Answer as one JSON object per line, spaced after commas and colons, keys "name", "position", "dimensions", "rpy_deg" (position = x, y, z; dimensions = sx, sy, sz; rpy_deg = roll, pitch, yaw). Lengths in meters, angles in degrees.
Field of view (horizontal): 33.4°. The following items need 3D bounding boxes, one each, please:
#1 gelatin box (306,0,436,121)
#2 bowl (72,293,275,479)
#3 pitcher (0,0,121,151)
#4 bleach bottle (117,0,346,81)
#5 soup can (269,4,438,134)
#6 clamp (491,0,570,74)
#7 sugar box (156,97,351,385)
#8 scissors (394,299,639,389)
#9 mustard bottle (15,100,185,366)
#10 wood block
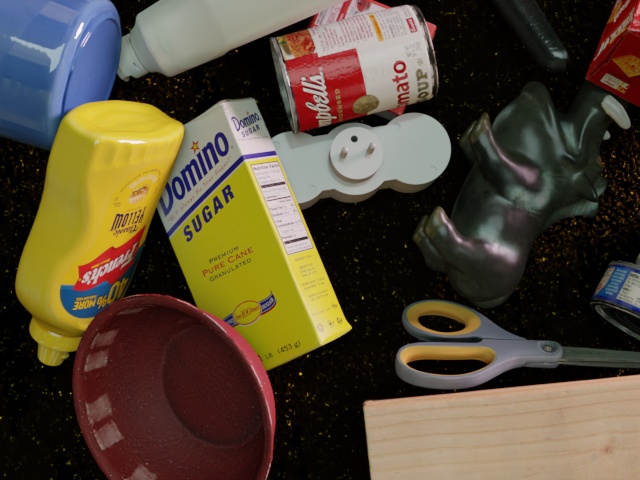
{"name": "gelatin box", "position": [0.030, -0.138, 0.786], "dimensions": [0.089, 0.030, 0.073], "rpy_deg": [22, 84, 0]}
{"name": "bowl", "position": [-0.087, 0.107, 0.715], "dimensions": [0.162, 0.055, 0.162], "rpy_deg": [8, 106, 28]}
{"name": "pitcher", "position": [-0.265, -0.136, 0.716], "dimensions": [0.243, 0.149, 0.145], "rpy_deg": [20, 72, 4]}
{"name": "bleach bottle", "position": [-0.035, -0.173, 0.733], "dimensions": [0.251, 0.102, 0.068], "rpy_deg": [-24, 108, 13]}
{"name": "soup can", "position": [0.022, -0.118, 0.733], "dimensions": [0.102, 0.068, 0.068], "rpy_deg": [-14, 84, -4]}
{"name": "clamp", "position": [0.129, -0.232, 0.793], "dimensions": [0.210, 0.036, 0.164], "rpy_deg": [33, 69, 9]}
{"name": "sugar box", "position": [-0.055, 0.001, 0.735], "dimensions": [0.093, 0.048, 0.176], "rpy_deg": [-28, 85, 35]}
{"name": "scissors", "position": [0.144, 0.069, 0.751], "dimensions": [0.201, 0.096, 0.016], "rpy_deg": [-5, 125, -14]}
{"name": "mustard bottle", "position": [-0.157, 0.003, 0.718], "dimensions": [0.058, 0.096, 0.192], "rpy_deg": [31, 114, 18]}
{"name": "wood block", "position": [0.135, 0.142, 0.714], "dimensions": [0.206, 0.091, 0.090], "rpy_deg": [-6, 82, 3]}
